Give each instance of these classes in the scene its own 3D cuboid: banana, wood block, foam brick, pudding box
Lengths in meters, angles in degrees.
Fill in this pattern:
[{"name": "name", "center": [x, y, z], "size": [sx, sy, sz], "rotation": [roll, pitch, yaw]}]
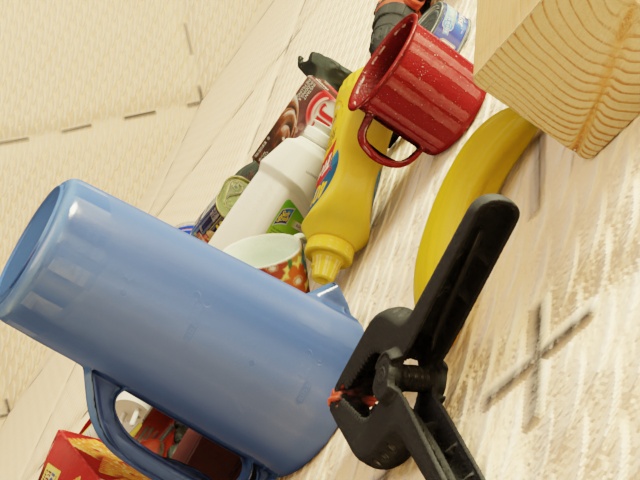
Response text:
[{"name": "banana", "center": [0.096, -0.017, 0.683], "size": [0.197, 0.037, 0.070], "rotation": [-63, 16, -21]}, {"name": "wood block", "center": [0.158, -0.156, 0.664], "size": [0.091, 0.090, 0.206], "rotation": [-48, 17, 34]}, {"name": "foam brick", "center": [-0.095, 0.193, 0.847], "size": [0.078, 0.053, 0.051], "rotation": [-59, 14, -11]}, {"name": "pudding box", "center": [-0.008, -0.102, 1.119], "size": [0.090, 0.039, 0.114], "rotation": [48, 112, 33]}]

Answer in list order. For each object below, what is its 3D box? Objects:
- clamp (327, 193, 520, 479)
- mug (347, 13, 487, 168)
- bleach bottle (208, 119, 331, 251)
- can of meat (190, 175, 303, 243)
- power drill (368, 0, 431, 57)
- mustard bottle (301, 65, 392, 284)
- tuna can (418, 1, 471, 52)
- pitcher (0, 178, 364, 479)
[{"name": "clamp", "center": [0.053, 0.067, 0.593], "size": [0.210, 0.036, 0.164], "rotation": [155, 126, -71]}, {"name": "mug", "center": [0.075, -0.112, 0.862], "size": [0.117, 0.081, 0.093], "rotation": [-60, 14, -10]}, {"name": "bleach bottle", "center": [-0.057, 0.001, 1.018], "size": [0.251, 0.068, 0.102], "rotation": [-58, -28, 1]}, {"name": "can of meat", "center": [-0.078, -0.009, 1.119], "size": [0.084, 0.102, 0.057], "rotation": [-44, 20, 50]}, {"name": "power drill", "center": [0.121, -0.286, 1.127], "size": [0.188, 0.057, 0.184], "rotation": [-45, 19, 40]}, {"name": "mustard bottle", "center": [0.024, -0.050, 0.920], "size": [0.096, 0.058, 0.191], "rotation": [123, 164, -63]}, {"name": "tuna can", "center": [0.104, -0.184, 1.017], "size": [0.086, 0.033, 0.086], "rotation": [-52, 15, 20]}, {"name": "pitcher", "center": [-0.102, 0.069, 0.748], "size": [0.145, 0.242, 0.149], "rotation": [-49, 23, 26]}]
